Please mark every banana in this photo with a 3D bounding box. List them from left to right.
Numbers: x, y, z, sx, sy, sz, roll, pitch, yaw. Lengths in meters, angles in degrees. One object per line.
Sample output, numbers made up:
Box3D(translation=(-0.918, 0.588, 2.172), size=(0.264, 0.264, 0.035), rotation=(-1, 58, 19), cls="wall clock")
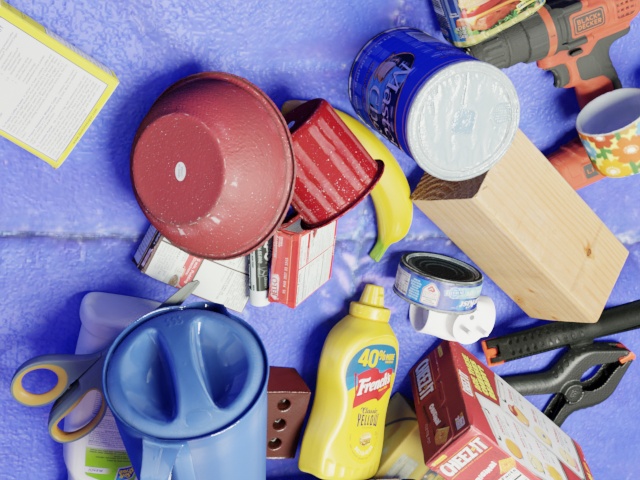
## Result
Box3D(translation=(0.038, -0.064, 1.001), size=(0.069, 0.037, 0.197), rotation=(-35, 119, -3), cls="banana")

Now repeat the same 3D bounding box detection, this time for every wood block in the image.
Box3D(translation=(0.196, -0.014, 1.036), size=(0.206, 0.090, 0.090), rotation=(42, 67, -29), cls="wood block")

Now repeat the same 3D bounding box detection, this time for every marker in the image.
Box3D(translation=(-0.056, 0.001, 0.962), size=(0.020, 0.020, 0.121), rotation=(-8, 113, -17), cls="marker")

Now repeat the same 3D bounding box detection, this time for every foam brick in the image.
Box3D(translation=(-0.048, 0.171, 1.063), size=(0.052, 0.051, 0.078), rotation=(5, 110, -23), cls="foam brick")

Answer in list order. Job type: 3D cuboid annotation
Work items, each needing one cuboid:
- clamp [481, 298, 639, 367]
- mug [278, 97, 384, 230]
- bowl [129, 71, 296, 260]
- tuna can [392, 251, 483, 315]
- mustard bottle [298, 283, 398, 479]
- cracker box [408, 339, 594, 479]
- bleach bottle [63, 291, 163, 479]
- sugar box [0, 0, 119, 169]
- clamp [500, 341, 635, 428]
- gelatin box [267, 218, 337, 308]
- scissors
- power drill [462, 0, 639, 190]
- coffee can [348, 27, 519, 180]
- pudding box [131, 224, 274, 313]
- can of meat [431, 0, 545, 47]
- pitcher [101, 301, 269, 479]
Box3D(translation=(0.275, 0.091, 1.112), size=(0.210, 0.164, 0.036), rotation=(-13, 78, -6), cls="clamp")
Box3D(translation=(-0.014, -0.061, 0.921), size=(0.117, 0.093, 0.081), rotation=(-42, 109, -5), cls="mug")
Box3D(translation=(-0.103, -0.060, 0.883), size=(0.055, 0.162, 0.162), rotation=(-13, 126, -62), cls="bowl")
Box3D(translation=(0.116, 0.041, 1.047), size=(0.086, 0.086, 0.034), rotation=(5, 109, -22), cls="tuna can")
Box3D(translation=(0.035, 0.138, 1.059), size=(0.096, 0.058, 0.191), rotation=(11, 90, -47), cls="mustard bottle")
Box3D(translation=(0.191, 0.218, 1.084), size=(0.213, 0.164, 0.072), rotation=(39, 109, -18), cls="cracker box")
Box3D(translation=(-0.202, 0.176, 1.004), size=(0.102, 0.068, 0.251), rotation=(11, 111, -21), cls="bleach bottle")
Box3D(translation=(-0.261, -0.142, 0.853), size=(0.176, 0.048, 0.093), rotation=(33, 98, -25), cls="sugar box")
Box3D(translation=(0.265, 0.159, 1.182), size=(0.171, 0.039, 0.120), rotation=(-41, 123, 0), cls="clamp")
Box3D(translation=(-0.016, 0.013, 0.990), size=(0.030, 0.089, 0.073), rotation=(14, 113, 21), cls="gelatin box")
Box3D(translation=(-0.194, 0.092, 0.920), size=(0.096, 0.016, 0.202), rotation=(28, 110, -17), cls="scissors")
Box3D(translation=(0.234, -0.143, 1.027), size=(0.184, 0.057, 0.187), rotation=(-22, 118, -10), cls="power drill")
Box3D(translation=(0.096, -0.123, 0.937), size=(0.102, 0.140, 0.103), rotation=(-8, 115, -17), cls="coffee can")
Box3D(translation=(-0.102, 0.006, 0.979), size=(0.113, 0.039, 0.090), rotation=(24, 100, -30), cls="pudding box")
Box3D(translation=(0.145, -0.234, 0.957), size=(0.102, 0.057, 0.084), rotation=(-28, 121, -7), cls="can of meat")
Box3D(translation=(-0.110, 0.184, 0.928), size=(0.149, 0.145, 0.243), rotation=(-28, 144, -22), cls="pitcher")
